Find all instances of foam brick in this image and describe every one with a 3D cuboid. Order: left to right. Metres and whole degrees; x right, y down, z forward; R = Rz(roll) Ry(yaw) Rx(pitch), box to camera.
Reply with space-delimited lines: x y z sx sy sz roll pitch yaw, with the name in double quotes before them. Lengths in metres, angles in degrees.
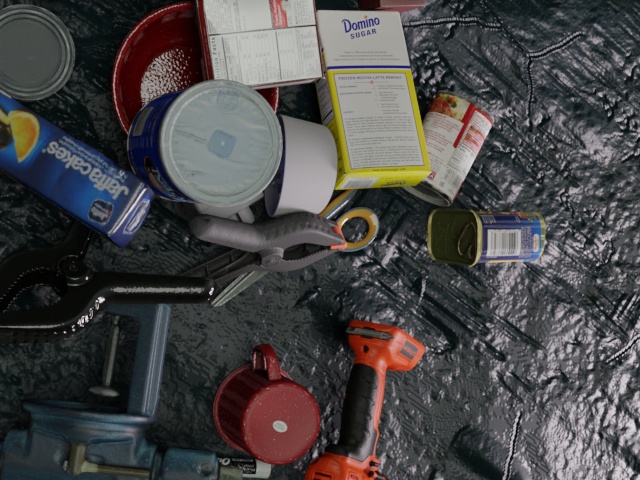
"foam brick" 0.071 -0.273 1.086 0.052 0.051 0.078 -4 95 -22

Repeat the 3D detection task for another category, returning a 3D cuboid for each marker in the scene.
"marker" -0.109 0.224 1.060 0.121 0.020 0.020 8 90 -21

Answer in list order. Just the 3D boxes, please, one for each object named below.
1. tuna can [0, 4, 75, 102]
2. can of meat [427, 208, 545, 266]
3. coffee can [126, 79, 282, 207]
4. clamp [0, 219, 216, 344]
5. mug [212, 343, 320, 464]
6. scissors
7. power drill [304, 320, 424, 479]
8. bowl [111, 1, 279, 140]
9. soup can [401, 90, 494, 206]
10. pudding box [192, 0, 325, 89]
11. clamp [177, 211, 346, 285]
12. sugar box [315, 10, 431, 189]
"tuna can" -0.268 -0.169 0.970 0.086 0.034 0.086 -1 93 -21
"can of meat" 0.173 -0.004 1.114 0.083 0.102 0.057 -1 93 -23
"coffee can" -0.103 -0.082 0.921 0.102 0.140 0.103 -1 94 -21
"clamp" -0.205 0.038 0.926 0.165 0.036 0.209 36 47 18
"mug" -0.050 0.160 1.046 0.093 0.082 0.117 -2 93 -21
"scissors" -0.015 0.014 1.087 0.096 0.016 0.201 41 79 -18
"power drill" 0.054 0.185 1.073 0.184 0.057 0.187 40 59 -61
"bowl" -0.123 -0.142 1.016 0.161 0.055 0.162 -1 93 -21
"soup can" 0.128 -0.095 1.109 0.068 0.069 0.102 30 82 -20
"pudding box" -0.057 -0.186 0.988 0.113 0.039 0.090 -9 97 -19
"clamp" -0.057 0.001 1.012 0.171 0.120 0.039 -15 67 -15
"sugar box" 0.046 -0.141 1.060 0.093 0.048 0.176 -3 72 -21
